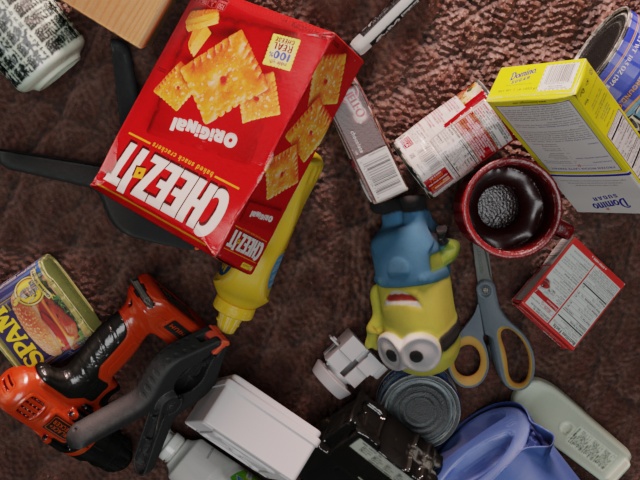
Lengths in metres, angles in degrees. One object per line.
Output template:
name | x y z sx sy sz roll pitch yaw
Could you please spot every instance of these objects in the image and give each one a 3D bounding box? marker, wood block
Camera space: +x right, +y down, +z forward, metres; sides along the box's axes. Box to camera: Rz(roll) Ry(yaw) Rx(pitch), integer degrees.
marker | 0.056 -0.203 1.009 0.121 0.020 0.020 -43 100 9
wood block | -0.143 -0.285 0.952 0.090 0.090 0.206 31 101 -9

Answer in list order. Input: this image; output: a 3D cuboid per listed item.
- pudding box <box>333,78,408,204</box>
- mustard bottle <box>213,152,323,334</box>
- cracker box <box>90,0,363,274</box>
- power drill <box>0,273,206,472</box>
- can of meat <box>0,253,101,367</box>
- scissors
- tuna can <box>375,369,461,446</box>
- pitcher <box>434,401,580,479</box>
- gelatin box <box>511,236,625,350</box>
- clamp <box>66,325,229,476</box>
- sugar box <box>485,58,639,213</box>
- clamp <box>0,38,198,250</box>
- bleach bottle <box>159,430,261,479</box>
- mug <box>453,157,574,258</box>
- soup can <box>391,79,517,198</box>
pudding box | 0.040 -0.097 0.997 0.039 0.090 0.113 -23 103 6
mustard bottle | -0.057 0.001 1.015 0.058 0.096 0.192 20 102 -8
cracker box | -0.085 -0.103 0.942 0.164 0.072 0.214 27 88 31
power drill | -0.195 0.135 1.042 0.187 0.057 0.184 -43 137 -1
can of meat | -0.276 0.076 1.052 0.084 0.057 0.102 -34 102 4
scissors | 0.151 0.063 1.073 0.096 0.016 0.202 -23 94 15
tuna can | 0.100 0.169 1.088 0.086 0.034 0.086 0 103 -1
pitcher | 0.216 0.293 1.080 0.145 0.149 0.242 -43 104 -7
gelatin box | 0.244 0.052 1.055 0.073 0.030 0.089 41 83 -9
clamp | -0.159 0.148 1.008 0.039 0.120 0.171 39 97 32
sugar box | 0.237 -0.090 0.968 0.176 0.094 0.048 40 66 -37
clamp | -0.181 -0.077 1.027 0.210 0.036 0.164 39 96 -10
bleach bottle | -0.064 0.280 1.090 0.251 0.102 0.068 39 93 -1
mug | 0.184 -0.027 1.013 0.117 0.081 0.093 18 91 -4
soup can | 0.127 -0.095 1.010 0.102 0.068 0.068 -36 101 8
